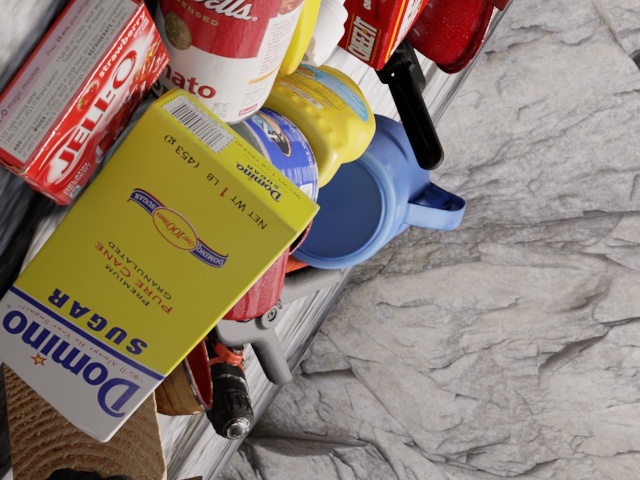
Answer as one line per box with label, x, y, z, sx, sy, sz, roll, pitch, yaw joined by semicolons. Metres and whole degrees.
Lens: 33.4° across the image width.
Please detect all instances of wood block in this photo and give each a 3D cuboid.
wood block;-0.157;0.149;0.731;0.206;0.090;0.091;110;-30;-64

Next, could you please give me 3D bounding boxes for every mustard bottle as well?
mustard bottle;-0.009;-0.094;0.787;0.058;0.096;0.191;-60;174;21

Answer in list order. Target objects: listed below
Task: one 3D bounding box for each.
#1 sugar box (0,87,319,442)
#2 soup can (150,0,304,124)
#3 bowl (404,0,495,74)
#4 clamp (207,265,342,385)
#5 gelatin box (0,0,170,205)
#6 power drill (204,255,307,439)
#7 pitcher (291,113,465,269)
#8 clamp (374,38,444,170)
sugar box;-0.092;0.017;0.540;0.176;0.093;0.048;-47;-177;25
soup can;-0.045;-0.113;0.518;0.068;0.068;0.102;-52;173;-39
bowl;0.107;-0.236;0.980;0.162;0.055;0.162;-176;-90;-73
clamp;-0.045;0.048;0.901;0.120;0.039;0.171;-63;146;-10
gelatin box;-0.105;-0.063;0.468;0.089;0.030;0.073;-57;174;-7
power drill;-0.072;0.072;1.016;0.188;0.057;0.184;-60;-149;17
pitcher;0.036;-0.043;0.967;0.149;0.145;0.242;-27;-176;12
clamp;0.073;-0.158;1.005;0.036;0.164;0.210;-27;-167;17
